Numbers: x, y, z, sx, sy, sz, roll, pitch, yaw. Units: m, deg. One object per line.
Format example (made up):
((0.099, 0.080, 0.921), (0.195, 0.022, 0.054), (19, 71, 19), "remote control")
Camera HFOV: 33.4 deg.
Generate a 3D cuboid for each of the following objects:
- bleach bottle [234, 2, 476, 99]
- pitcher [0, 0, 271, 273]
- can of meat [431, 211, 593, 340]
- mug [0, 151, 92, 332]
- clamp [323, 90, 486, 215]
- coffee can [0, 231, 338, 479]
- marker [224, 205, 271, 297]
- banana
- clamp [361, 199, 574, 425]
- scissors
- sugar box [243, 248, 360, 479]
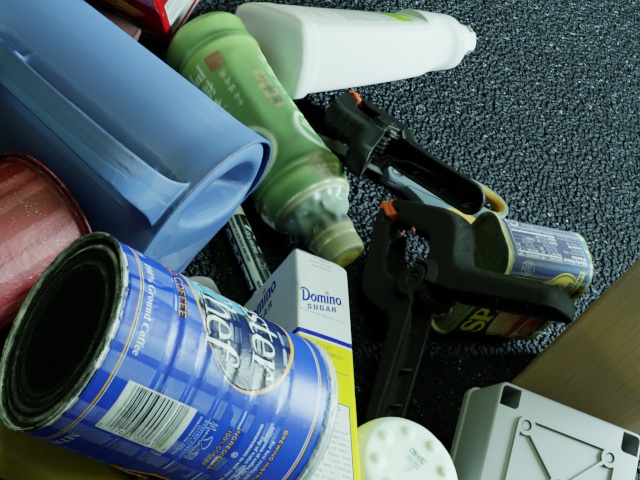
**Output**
((0.048, -0.170, 0.932), (0.250, 0.068, 0.103), (-10, 29, -39), "bleach bottle")
((-0.161, -0.086, 0.676), (0.243, 0.149, 0.144), (41, 47, 8), "pitcher")
((0.139, 0.030, 0.791), (0.083, 0.102, 0.057), (9, 49, -28), "can of meat")
((-0.197, -0.002, 0.614), (0.117, 0.093, 0.081), (52, 52, -1), "mug")
((0.042, -0.077, 0.830), (0.120, 0.039, 0.172), (20, 16, -38), "clamp")
((-0.075, 0.071, 0.542), (0.140, 0.103, 0.103), (31, 38, -34), "coffee can")
((-0.055, 0.001, 0.757), (0.020, 0.020, 0.121), (-3, 53, -34), "marker")
((-0.165, 0.115, 0.551), (0.198, 0.037, 0.069), (16, 39, 3), "banana")
((0.069, 0.044, 0.742), (0.036, 0.165, 0.210), (40, 12, -32), "clamp")
((0.067, -0.037, 0.870), (0.201, 0.016, 0.096), (14, 46, -20), "scissors")
((-0.019, 0.101, 0.632), (0.048, 0.093, 0.176), (22, 44, -22), "sugar box")
